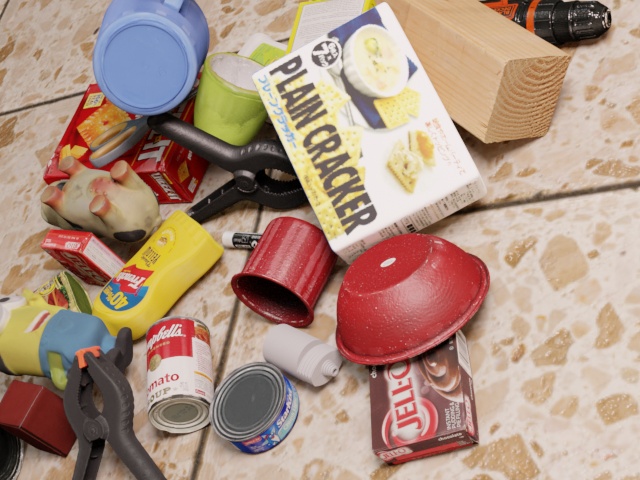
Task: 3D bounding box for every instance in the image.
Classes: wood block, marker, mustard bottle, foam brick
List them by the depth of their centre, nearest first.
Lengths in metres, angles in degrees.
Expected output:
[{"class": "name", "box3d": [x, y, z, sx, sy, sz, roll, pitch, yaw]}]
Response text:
[{"class": "wood block", "box3d": [0.149, -0.191, 1.112, 0.090, 0.091, 0.206, -10, 37, -32]}, {"class": "foam brick", "box3d": [-0.303, 0.192, 1.152, 0.053, 0.078, 0.051, 5, 61, 37]}, {"class": "marker", "box3d": [-0.058, 0.001, 1.181, 0.121, 0.020, 0.020, 4, 58, 36]}, {"class": "mustard bottle", "box3d": [-0.200, 0.056, 1.205, 0.191, 0.058, 0.096, -47, 38, -7]}]

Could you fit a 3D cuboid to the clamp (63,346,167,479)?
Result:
[{"class": "clamp", "box3d": [-0.225, 0.196, 1.076, 0.120, 0.039, 0.171, -23, 79, 17]}]

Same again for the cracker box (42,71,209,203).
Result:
[{"class": "cracker box", "box3d": [-0.235, -0.130, 1.369, 0.214, 0.072, 0.164, -1, 56, 33]}]

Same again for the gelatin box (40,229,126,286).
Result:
[{"class": "gelatin box", "box3d": [-0.274, 0.023, 1.259, 0.073, 0.089, 0.030, 6, 62, 37]}]

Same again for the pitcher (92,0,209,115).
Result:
[{"class": "pitcher", "box3d": [-0.187, -0.225, 1.201, 0.145, 0.149, 0.243, -17, 19, -1]}]

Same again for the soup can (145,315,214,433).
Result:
[{"class": "soup can", "box3d": [-0.145, 0.138, 1.095, 0.069, 0.068, 0.102, -24, 46, 16]}]

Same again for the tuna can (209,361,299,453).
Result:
[{"class": "tuna can", "box3d": [-0.064, 0.164, 1.043, 0.086, 0.033, 0.086, -19, 47, 21]}]

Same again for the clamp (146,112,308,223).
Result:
[{"class": "clamp", "box3d": [-0.083, -0.068, 1.200, 0.210, 0.164, 0.036, 8, 49, 12]}]

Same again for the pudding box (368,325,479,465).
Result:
[{"class": "pudding box", "box3d": [0.091, 0.137, 0.955, 0.090, 0.039, 0.113, -19, 47, 22]}]

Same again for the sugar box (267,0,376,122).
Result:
[{"class": "sugar box", "box3d": [0.007, -0.197, 1.197, 0.093, 0.048, 0.176, -2, 57, 24]}]

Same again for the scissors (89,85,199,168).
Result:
[{"class": "scissors", "box3d": [-0.205, -0.154, 1.304, 0.201, 0.016, 0.096, -41, 28, -19]}]

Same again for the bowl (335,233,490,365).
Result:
[{"class": "bowl", "box3d": [0.074, 0.042, 0.997, 0.162, 0.055, 0.162, -25, 26, 12]}]

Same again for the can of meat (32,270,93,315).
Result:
[{"class": "can of meat", "box3d": [-0.312, 0.094, 1.252, 0.084, 0.057, 0.102, -36, 43, 1]}]

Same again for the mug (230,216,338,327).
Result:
[{"class": "mug", "box3d": [-0.038, 0.034, 1.102, 0.081, 0.093, 0.117, -63, 11, -29]}]

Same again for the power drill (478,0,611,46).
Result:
[{"class": "power drill", "box3d": [0.250, -0.290, 1.179, 0.185, 0.057, 0.187, 5, 59, 37]}]
